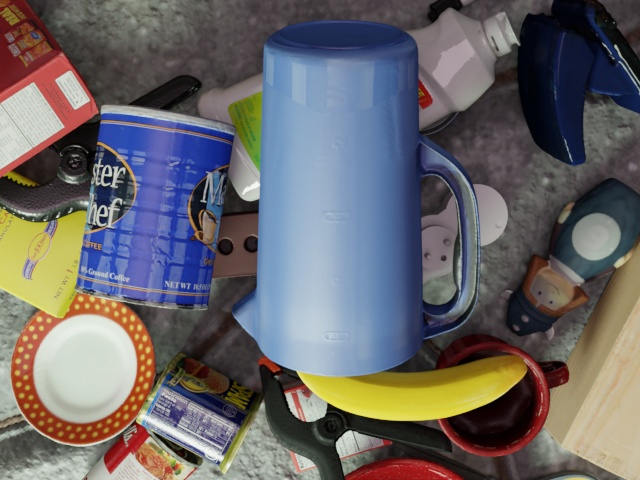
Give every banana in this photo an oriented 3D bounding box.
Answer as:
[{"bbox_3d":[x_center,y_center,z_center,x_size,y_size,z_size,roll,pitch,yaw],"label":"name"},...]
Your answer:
[{"bbox_3d":[0.059,0.108,0.839,0.198,0.037,0.069,10,88,16],"label":"banana"}]

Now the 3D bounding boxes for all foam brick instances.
[{"bbox_3d":[-0.056,0.001,0.898,0.078,0.051,0.053,-6,94,1],"label":"foam brick"}]

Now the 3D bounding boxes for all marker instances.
[{"bbox_3d":[0.142,-0.220,0.894,0.121,0.020,0.020,-34,94,3],"label":"marker"}]

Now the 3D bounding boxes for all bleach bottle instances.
[{"bbox_3d":[0.033,-0.122,0.847,0.251,0.068,0.102,-23,95,19],"label":"bleach bottle"}]

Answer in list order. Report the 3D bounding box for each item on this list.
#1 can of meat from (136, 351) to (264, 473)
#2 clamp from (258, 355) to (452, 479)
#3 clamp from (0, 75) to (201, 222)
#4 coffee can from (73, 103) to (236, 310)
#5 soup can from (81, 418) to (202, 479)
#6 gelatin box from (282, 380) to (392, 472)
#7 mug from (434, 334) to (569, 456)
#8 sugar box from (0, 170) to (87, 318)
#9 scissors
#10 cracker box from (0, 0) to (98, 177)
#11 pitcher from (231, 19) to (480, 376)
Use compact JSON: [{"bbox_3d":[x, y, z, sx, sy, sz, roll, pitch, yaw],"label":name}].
[{"bbox_3d":[-0.098,0.140,0.886,0.084,0.102,0.057,28,95,0],"label":"can of meat"},{"bbox_3d":[0.021,0.151,0.877,0.120,0.039,0.171,-35,78,-12],"label":"clamp"},{"bbox_3d":[-0.194,-0.051,0.873,0.209,0.036,0.164,-5,79,-11],"label":"clamp"},{"bbox_3d":[-0.124,-0.025,0.807,0.103,0.103,0.140,9,91,0],"label":"coffee can"},{"bbox_3d":[-0.158,0.203,0.908,0.068,0.068,0.102,42,94,-3],"label":"soup can"},{"bbox_3d":[0.010,0.151,0.920,0.089,0.030,0.073,-18,95,5],"label":"gelatin box"},{"bbox_3d":[0.149,0.120,0.891,0.117,0.081,0.093,-17,94,2],"label":"mug"},{"bbox_3d":[-0.275,-0.016,0.896,0.176,0.048,0.093,28,83,-4],"label":"sugar box"},{"bbox_3d":[0.168,0.207,0.931,0.201,0.016,0.096,42,92,-3],"label":"scissors"},{"bbox_3d":[-0.297,-0.099,0.822,0.213,0.164,0.072,-35,137,-7],"label":"cracker box"},{"bbox_3d":[0.025,-0.032,0.785,0.149,0.145,0.243,-18,119,-36],"label":"pitcher"}]
